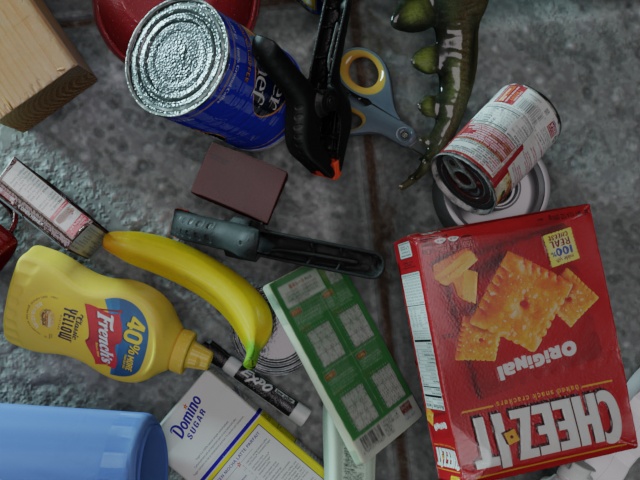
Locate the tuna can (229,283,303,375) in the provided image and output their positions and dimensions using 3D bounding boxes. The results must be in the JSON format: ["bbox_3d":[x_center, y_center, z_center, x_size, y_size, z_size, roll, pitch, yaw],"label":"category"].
[{"bbox_3d":[-0.041,0.082,0.999,0.086,0.034,0.086,0,89,1],"label":"tuna can"}]

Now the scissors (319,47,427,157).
[{"bbox_3d":[0.079,-0.116,0.983,0.202,0.016,0.096,20,85,18],"label":"scissors"}]

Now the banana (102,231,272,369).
[{"bbox_3d":[-0.109,0.039,0.964,0.198,0.069,0.037,35,119,24],"label":"banana"}]

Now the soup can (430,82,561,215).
[{"bbox_3d":[0.153,-0.080,0.923,0.068,0.069,0.102,44,68,1],"label":"soup can"}]

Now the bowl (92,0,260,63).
[{"bbox_3d":[-0.139,-0.234,0.997,0.162,0.055,0.162,0,88,1],"label":"bowl"}]

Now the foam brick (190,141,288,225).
[{"bbox_3d":[-0.074,-0.053,0.994,0.078,0.051,0.053,23,88,1],"label":"foam brick"}]

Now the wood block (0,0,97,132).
[{"bbox_3d":[-0.307,-0.212,0.981,0.091,0.090,0.206,-35,89,0],"label":"wood block"}]

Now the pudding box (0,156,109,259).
[{"bbox_3d":[-0.241,-0.027,0.964,0.090,0.113,0.039,38,86,0],"label":"pudding box"}]

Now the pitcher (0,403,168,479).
[{"bbox_3d":[-0.261,0.212,0.941,0.243,0.149,0.145,0,79,8],"label":"pitcher"}]

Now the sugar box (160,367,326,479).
[{"bbox_3d":[-0.066,0.208,0.991,0.176,0.048,0.093,41,89,5],"label":"sugar box"}]

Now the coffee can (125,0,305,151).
[{"bbox_3d":[-0.088,-0.142,0.936,0.103,0.140,0.103,-4,81,26],"label":"coffee can"}]

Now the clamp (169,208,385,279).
[{"bbox_3d":[-0.056,0.001,0.947,0.164,0.210,0.036,12,90,-39],"label":"clamp"}]

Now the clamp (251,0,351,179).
[{"bbox_3d":[0.000,-0.136,0.943,0.039,0.171,0.120,26,57,36],"label":"clamp"}]

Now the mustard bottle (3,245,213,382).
[{"bbox_3d":[-0.190,0.079,0.978,0.191,0.058,0.096,19,112,4],"label":"mustard bottle"}]

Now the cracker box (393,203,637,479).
[{"bbox_3d":[0.167,0.087,0.915,0.164,0.072,0.214,-10,86,-12],"label":"cracker box"}]

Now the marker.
[{"bbox_3d":[-0.063,0.133,1.005,0.121,0.020,0.020,35,89,1],"label":"marker"}]
